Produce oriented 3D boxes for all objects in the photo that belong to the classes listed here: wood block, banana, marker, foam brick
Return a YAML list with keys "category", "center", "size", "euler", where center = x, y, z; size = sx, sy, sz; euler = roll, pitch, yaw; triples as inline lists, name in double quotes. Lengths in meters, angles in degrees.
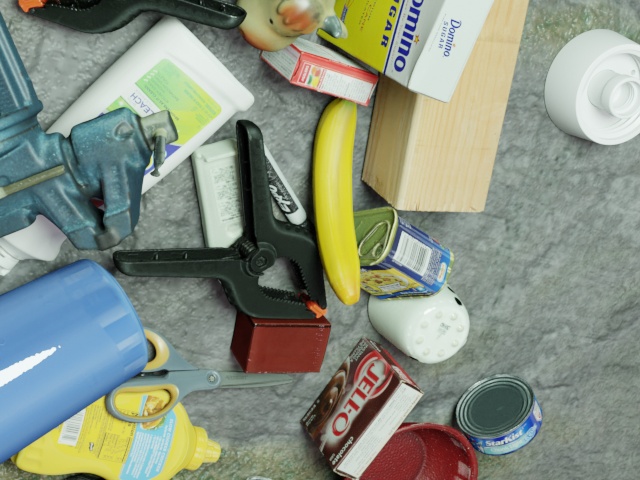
- category: "wood block"
  center: [0.109, -0.136, 0.947]
  size: [0.090, 0.090, 0.206]
  euler: [1, 111, -22]
- category: "banana"
  center: [0.014, -0.041, 0.941]
  size: [0.037, 0.070, 0.198]
  euler: [1, 83, -11]
- category: "marker"
  center: [-0.034, -0.043, 0.968]
  size: [0.020, 0.020, 0.121]
  euler: [-35, 120, -6]
- category: "foam brick"
  center: [-0.038, 0.090, 1.005]
  size: [0.078, 0.053, 0.051]
  euler: [2, 111, -22]

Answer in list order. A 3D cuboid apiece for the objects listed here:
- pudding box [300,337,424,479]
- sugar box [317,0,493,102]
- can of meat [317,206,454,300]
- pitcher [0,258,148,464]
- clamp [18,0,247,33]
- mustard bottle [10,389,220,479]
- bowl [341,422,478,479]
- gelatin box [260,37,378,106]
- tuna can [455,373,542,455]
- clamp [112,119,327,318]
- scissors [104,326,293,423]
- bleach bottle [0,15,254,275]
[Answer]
- category: "pudding box"
  center: [0.039, 0.164, 1.046]
  size: [0.039, 0.090, 0.113]
  euler: [30, 99, -31]
- category: "sugar box"
  center: [0.063, -0.181, 0.857]
  size: [0.048, 0.176, 0.093]
  euler: [16, 105, -28]
- category: "can of meat"
  center: [0.060, 0.015, 0.985]
  size: [0.083, 0.102, 0.057]
  euler: [30, 67, -33]
- category: "pitcher"
  center: [-0.271, 0.106, 0.852]
  size: [0.242, 0.145, 0.149]
  euler: [-30, 103, -25]
- category: "clamp"
  center: [-0.142, -0.194, 0.808]
  size: [0.172, 0.039, 0.120]
  euler: [-18, 109, 20]
- category: "mustard bottle"
  center: [-0.178, 0.177, 0.978]
  size: [0.191, 0.058, 0.096]
  euler: [19, 82, -28]
- category: "bowl"
  center: [0.082, 0.249, 1.121]
  size: [0.162, 0.055, 0.162]
  euler: [-8, 115, -19]
- category: "gelatin box"
  center: [-0.003, -0.145, 0.896]
  size: [0.073, 0.089, 0.030]
  euler: [14, 107, -27]
- category: "tuna can"
  center: [0.188, 0.183, 1.119]
  size: [0.086, 0.086, 0.033]
  euler: [-34, 122, -6]
- category: "clamp"
  center: [-0.056, 0.001, 0.931]
  size: [0.209, 0.036, 0.164]
  euler: [34, 97, -39]
- category: "scissors"
  center: [-0.116, 0.113, 0.997]
  size: [0.201, 0.016, 0.096]
  euler: [-14, 82, -41]
- category: "bleach bottle"
  center: [-0.177, -0.064, 0.875]
  size: [0.251, 0.068, 0.102]
  euler: [-45, 114, 3]
